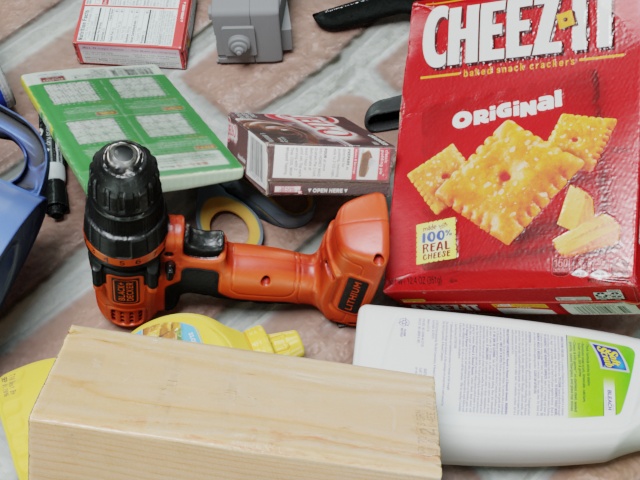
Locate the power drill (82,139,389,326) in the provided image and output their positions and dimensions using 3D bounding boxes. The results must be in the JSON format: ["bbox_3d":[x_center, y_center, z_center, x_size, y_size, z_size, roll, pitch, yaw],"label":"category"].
[{"bbox_3d":[-0.054,0.001,0.674,0.187,0.184,0.057,4,61,-7],"label":"power drill"}]

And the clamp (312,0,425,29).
[{"bbox_3d":[0.079,-0.199,0.842,0.171,0.120,0.039,26,25,1],"label":"clamp"}]

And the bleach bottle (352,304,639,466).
[{"bbox_3d":[0.143,0.102,0.669,0.251,0.068,0.102,6,60,3],"label":"bleach bottle"}]

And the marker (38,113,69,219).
[{"bbox_3d":[-0.202,-0.069,0.803,0.020,0.020,0.121,-10,61,-4],"label":"marker"}]

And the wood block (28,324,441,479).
[{"bbox_3d":[-0.045,0.119,0.583,0.206,0.091,0.090,8,29,-1],"label":"wood block"}]

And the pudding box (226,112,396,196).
[{"bbox_3d":[-0.010,-0.061,0.735,0.090,0.039,0.114,-1,19,-18],"label":"pudding box"}]

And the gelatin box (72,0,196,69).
[{"bbox_3d":[-0.148,-0.176,0.856,0.089,0.030,0.073,3,62,4],"label":"gelatin box"}]

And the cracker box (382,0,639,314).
[{"bbox_3d":[0.135,-0.060,0.700,0.164,0.072,0.213,-2,73,28],"label":"cracker box"}]

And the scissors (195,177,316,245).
[{"bbox_3d":[-0.100,-0.049,0.789,0.202,0.016,0.096,25,63,15],"label":"scissors"}]

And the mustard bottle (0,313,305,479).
[{"bbox_3d":[-0.101,0.099,0.680,0.191,0.058,0.096,-20,63,-9],"label":"mustard bottle"}]
